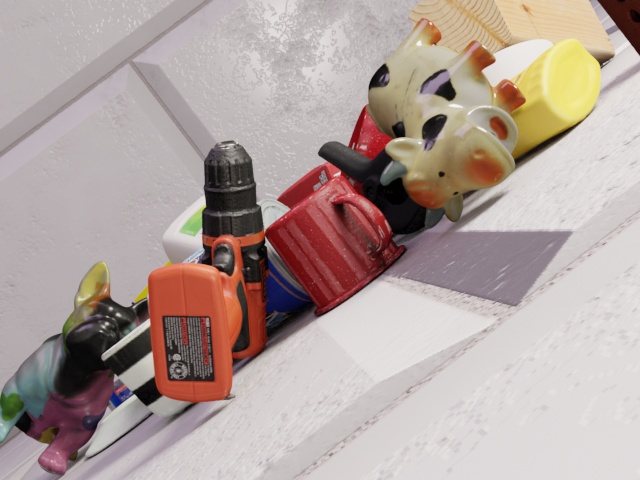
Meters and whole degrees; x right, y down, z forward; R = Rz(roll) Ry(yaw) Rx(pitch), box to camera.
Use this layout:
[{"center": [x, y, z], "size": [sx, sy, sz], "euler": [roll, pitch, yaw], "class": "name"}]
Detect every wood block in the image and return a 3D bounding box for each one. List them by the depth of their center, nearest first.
[{"center": [0.197, -0.207, 1.072], "size": [0.205, 0.091, 0.090], "euler": [-5, -24, -48], "class": "wood block"}]

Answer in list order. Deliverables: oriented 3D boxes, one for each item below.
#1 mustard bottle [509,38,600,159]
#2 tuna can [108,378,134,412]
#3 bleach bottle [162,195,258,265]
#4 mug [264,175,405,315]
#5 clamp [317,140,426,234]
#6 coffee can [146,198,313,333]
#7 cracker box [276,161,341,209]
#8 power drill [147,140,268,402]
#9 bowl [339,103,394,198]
[{"center": [0.147, -0.092, 0.911], "size": [0.192, 0.058, 0.096], "euler": [-34, 17, 47], "class": "mustard bottle"}, {"center": [-0.230, 0.179, 1.325], "size": [0.086, 0.034, 0.086], "euler": [-37, 3, 2], "class": "tuna can"}, {"center": [-0.057, 0.001, 1.107], "size": [0.251, 0.068, 0.102], "euler": [5, 41, 49], "class": "bleach bottle"}, {"center": [0.014, -0.002, 0.859], "size": [0.093, 0.081, 0.117], "euler": [-39, 4, -31], "class": "mug"}, {"center": [0.054, -0.031, 0.939], "size": [0.039, 0.120, 0.172], "euler": [-11, 7, -33], "class": "clamp"}, {"center": [-0.074, 0.042, 0.980], "size": [0.140, 0.103, 0.102], "euler": [-36, 3, 22], "class": "coffee can"}, {"center": [0.070, -0.089, 1.340], "size": [0.213, 0.072, 0.164], "euler": [-29, 0, -26], "class": "cracker box"}, {"center": [-0.079, 0.027, 0.822], "size": [0.057, 0.184, 0.187], "euler": [-2, 16, 10], "class": "power drill"}, {"center": [0.056, -0.081, 1.042], "size": [0.162, 0.055, 0.162], "euler": [-164, 91, -85], "class": "bowl"}]
